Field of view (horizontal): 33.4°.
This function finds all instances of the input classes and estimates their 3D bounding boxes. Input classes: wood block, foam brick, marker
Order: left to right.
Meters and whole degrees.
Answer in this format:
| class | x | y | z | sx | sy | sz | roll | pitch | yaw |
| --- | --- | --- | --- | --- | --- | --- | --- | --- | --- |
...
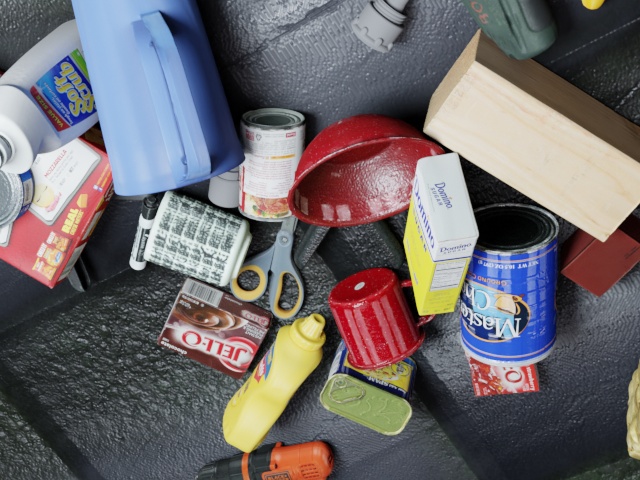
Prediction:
| class | x | y | z | sx | sy | sz | roll | pitch | yaw |
| --- | --- | --- | --- | --- | --- | --- | --- | --- | --- |
| marker | -0.197 | -0.009 | 1.195 | 0.020 | 0.020 | 0.121 | 22 | 140 | -1 |
| wood block | 0.212 | -0.101 | 1.025 | 0.206 | 0.090 | 0.090 | 31 | 122 | -7 |
| foam brick | 0.291 | 0.008 | 1.097 | 0.053 | 0.051 | 0.078 | 34 | 122 | -10 |

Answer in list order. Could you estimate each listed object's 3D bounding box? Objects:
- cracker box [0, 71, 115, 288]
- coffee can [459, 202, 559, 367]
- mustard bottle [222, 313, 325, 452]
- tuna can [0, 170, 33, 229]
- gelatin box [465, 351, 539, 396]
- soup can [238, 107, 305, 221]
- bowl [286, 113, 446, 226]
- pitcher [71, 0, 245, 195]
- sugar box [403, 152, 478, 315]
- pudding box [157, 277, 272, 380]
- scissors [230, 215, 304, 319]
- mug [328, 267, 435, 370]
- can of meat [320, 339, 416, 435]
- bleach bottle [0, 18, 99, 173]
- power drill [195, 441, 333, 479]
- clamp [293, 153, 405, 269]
| class | x | y | z | sx | sy | sz | roll | pitch | yaw |
| --- | --- | --- | --- | --- | --- | --- | --- | --- | --- |
| cracker box | -0.330 | -0.076 | 1.138 | 0.213 | 0.072 | 0.164 | 31 | 106 | -1 |
| coffee can | 0.195 | 0.046 | 1.111 | 0.103 | 0.102 | 0.140 | 1 | 121 | 12 |
| mustard bottle | -0.047 | 0.154 | 1.234 | 0.058 | 0.096 | 0.192 | 30 | 122 | -6 |
| tuna can | -0.338 | -0.054 | 1.088 | 0.086 | 0.033 | 0.086 | 2 | 104 | 8 |
| gelatin box | 0.203 | 0.131 | 1.204 | 0.073 | 0.030 | 0.089 | -8 | 119 | 17 |
| soup can | -0.050 | -0.079 | 1.104 | 0.068 | 0.068 | 0.102 | 6 | 114 | 9 |
| bowl | 0.040 | -0.076 | 1.042 | 0.162 | 0.055 | 0.162 | -12 | 155 | -6 |
| pitcher | -0.160 | -0.170 | 1.019 | 0.149 | 0.144 | 0.243 | -5 | 108 | 28 |
| sugar box | 0.115 | -0.002 | 1.057 | 0.048 | 0.093 | 0.176 | -9 | 153 | -2 |
| pudding box | -0.124 | 0.104 | 1.255 | 0.113 | 0.039 | 0.090 | 26 | 123 | -3 |
| scissors | -0.058 | 0.001 | 1.192 | 0.096 | 0.016 | 0.202 | 4 | 121 | 10 |
| mug | 0.070 | 0.079 | 1.171 | 0.117 | 0.093 | 0.081 | -19 | 111 | 9 |
| can of meat | 0.058 | 0.163 | 1.224 | 0.102 | 0.084 | 0.057 | 23 | 123 | -2 |
| bleach bottle | -0.260 | -0.127 | 1.019 | 0.068 | 0.250 | 0.102 | -10 | 118 | 18 |
| power drill | -0.049 | 0.346 | 1.375 | 0.185 | 0.057 | 0.187 | -13 | 117 | 19 |
| clamp | 0.038 | -0.038 | 1.134 | 0.120 | 0.039 | 0.171 | 5 | 120 | -4 |
